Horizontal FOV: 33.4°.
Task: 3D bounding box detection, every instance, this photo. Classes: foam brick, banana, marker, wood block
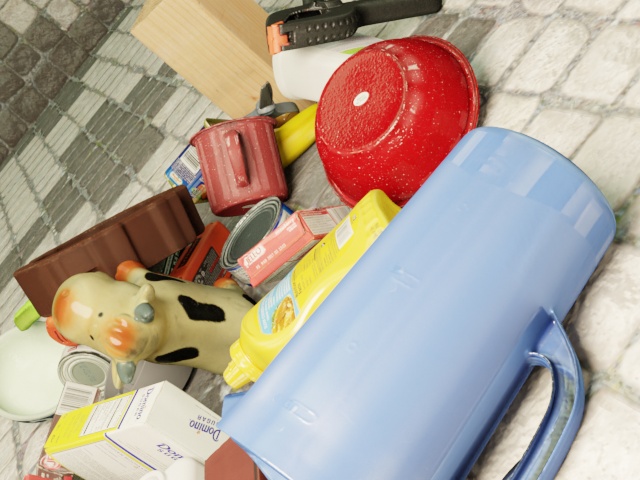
[{"bbox_3d":[-0.042,0.170,0.723,0.051,0.053,0.078,-44,22,14],"label":"foam brick"},{"bbox_3d":[-0.055,-0.087,1.164,0.198,0.037,0.069,-37,-4,22],"label":"banana"},{"bbox_3d":[-0.172,0.034,1.211,0.020,0.020,0.121,-38,26,27],"label":"marker"},{"bbox_3d":[-0.102,-0.219,1.223,0.090,0.206,0.090,-33,28,35],"label":"wood block"}]

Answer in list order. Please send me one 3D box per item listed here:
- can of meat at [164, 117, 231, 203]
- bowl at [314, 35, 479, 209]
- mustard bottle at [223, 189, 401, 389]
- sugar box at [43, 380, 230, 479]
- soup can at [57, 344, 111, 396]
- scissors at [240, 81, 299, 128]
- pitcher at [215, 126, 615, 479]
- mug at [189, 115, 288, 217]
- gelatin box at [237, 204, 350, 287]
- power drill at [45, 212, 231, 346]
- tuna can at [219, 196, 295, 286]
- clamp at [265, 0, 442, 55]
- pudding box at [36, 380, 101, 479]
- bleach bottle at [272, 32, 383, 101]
[{"bbox_3d":[-0.123,-0.090,1.224,0.084,0.057,0.102,-47,-10,16],"label":"can of meat"},{"bbox_3d":[0.049,-0.105,0.884,0.162,0.055,0.162,-16,64,36],"label":"bowl"},{"bbox_3d":[-0.006,0.049,0.830,0.192,0.058,0.096,-44,22,16],"label":"mustard bottle"},{"bbox_3d":[-0.142,0.166,0.862,0.177,0.093,0.048,-24,35,46],"label":"sugar box"},{"bbox_3d":[-0.240,0.112,1.156,0.069,0.068,0.102,-38,26,28],"label":"soup can"},{"bbox_3d":[-0.072,-0.127,1.084,0.096,0.016,0.201,-24,-4,10],"label":"scissors"},{"bbox_3d":[0.070,0.060,0.609,0.242,0.149,0.145,-52,7,-12],"label":"pitcher"},{"bbox_3d":[-0.079,-0.075,1.074,0.093,0.081,0.117,-14,-9,-3],"label":"mug"},{"bbox_3d":[-0.017,0.003,0.899,0.073,0.030,0.089,-39,-14,28],"label":"gelatin box"},{"bbox_3d":[-0.179,0.029,1.112,0.188,0.057,0.184,-9,41,31],"label":"power drill"},{"bbox_3d":[-0.057,0.001,1.029,0.086,0.033,0.086,-41,25,23],"label":"tuna can"},{"bbox_3d":[0.019,-0.224,1.068,0.165,0.036,0.209,4,24,25],"label":"clamp"},{"bbox_3d":[-0.237,0.203,1.001,0.113,0.039,0.090,-82,5,-54],"label":"pudding box"},{"bbox_3d":[0.037,-0.161,1.033,0.102,0.068,0.251,-16,19,-15],"label":"bleach bottle"}]
